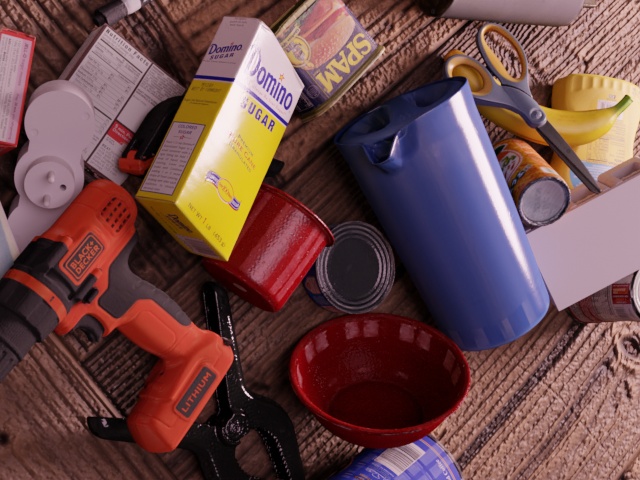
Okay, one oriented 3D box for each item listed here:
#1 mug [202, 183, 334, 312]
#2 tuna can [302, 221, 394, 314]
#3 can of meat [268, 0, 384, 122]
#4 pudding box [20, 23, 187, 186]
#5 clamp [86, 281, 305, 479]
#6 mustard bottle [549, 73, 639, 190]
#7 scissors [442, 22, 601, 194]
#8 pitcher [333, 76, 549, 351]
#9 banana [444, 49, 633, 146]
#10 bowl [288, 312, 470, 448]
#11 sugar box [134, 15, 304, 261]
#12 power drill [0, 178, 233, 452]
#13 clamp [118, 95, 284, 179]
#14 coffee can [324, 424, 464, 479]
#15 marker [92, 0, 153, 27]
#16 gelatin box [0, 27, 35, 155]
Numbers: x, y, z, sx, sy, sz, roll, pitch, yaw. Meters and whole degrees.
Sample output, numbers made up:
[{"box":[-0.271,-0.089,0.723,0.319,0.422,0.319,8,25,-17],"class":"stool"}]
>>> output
[{"box":[-0.056,0.001,0.917,0.117,0.093,0.081,43,73,-27],"class":"mug"},{"box":[0.025,0.025,0.993,0.086,0.034,0.086,2,87,-29],"class":"tuna can"},{"box":[-0.005,-0.173,0.975,0.084,0.058,0.102,49,66,-15],"class":"can of meat"},{"box":[-0.177,-0.108,0.884,0.090,0.039,0.113,38,68,-22],"class":"pudding box"},{"box":[-0.091,0.164,0.918,0.164,0.036,0.210,-43,110,-26],"class":"clamp"},{"box":[0.288,-0.075,1.133,0.096,0.058,0.191,8,84,-22],"class":"mustard bottle"},{"box":[0.189,-0.120,1.041,0.096,0.016,0.202,-20,76,-11],"class":"scissors"},{"box":[0.126,-0.027,1.009,0.149,0.145,0.243,-31,107,-15],"class":"pitcher"},{"box":[0.213,-0.136,1.084,0.197,0.037,0.069,14,86,-5],"class":"banana"},{"box":[0.051,0.135,0.956,0.161,0.162,0.055,-20,130,-29],"class":"bowl"},{"box":[-0.075,-0.082,0.853,0.176,0.048,0.093,-66,148,-20],"class":"sugar box"},{"box":[-0.161,0.076,0.800,0.184,0.057,0.187,-55,126,-27],"class":"power drill"},{"box":[-0.097,-0.100,0.900,0.171,0.039,0.120,-20,104,-48],"class":"clamp"},{"box":[0.047,0.241,0.940,0.140,0.103,0.103,-30,102,-40],"class":"coffee can"},{"box":[-0.145,-0.216,0.918,0.121,0.020,0.020,-39,106,-26],"class":"marker"},{"box":[-0.249,-0.112,0.822,0.030,0.073,0.089,10,83,-27],"class":"gelatin box"}]
